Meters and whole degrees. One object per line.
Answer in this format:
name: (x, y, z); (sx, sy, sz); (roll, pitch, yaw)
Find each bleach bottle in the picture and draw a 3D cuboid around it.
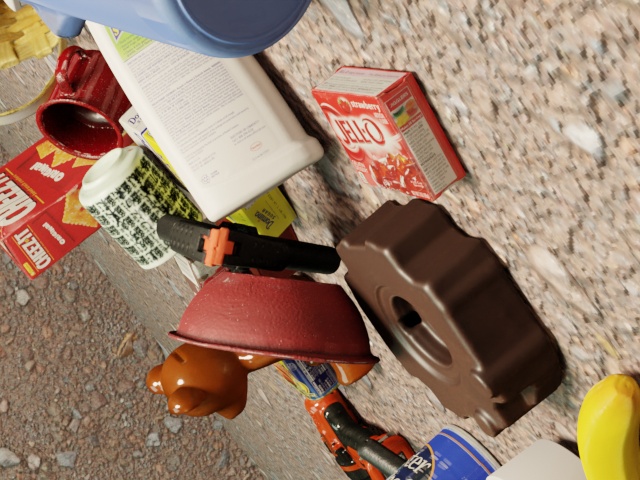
bleach bottle: (-0.104, -0.143, 0.781); (0.251, 0.102, 0.068); (58, -175, -2)

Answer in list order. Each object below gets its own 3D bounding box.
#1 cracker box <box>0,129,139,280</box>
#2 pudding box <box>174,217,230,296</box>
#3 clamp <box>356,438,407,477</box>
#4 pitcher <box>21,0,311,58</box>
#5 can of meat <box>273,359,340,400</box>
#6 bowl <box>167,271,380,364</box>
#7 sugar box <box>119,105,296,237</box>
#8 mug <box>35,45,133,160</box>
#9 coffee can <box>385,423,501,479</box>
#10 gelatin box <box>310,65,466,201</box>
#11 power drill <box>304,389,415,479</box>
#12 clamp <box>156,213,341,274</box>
cracker box: (-0.289, -0.070, 1.229); (0.164, 0.213, 0.072); (32, 156, 52)
pudding box: (-0.099, 0.021, 1.126); (0.039, 0.090, 0.113); (39, 160, 34)
clamp: (0.107, 0.259, 1.120); (0.120, 0.039, 0.172); (53, 147, -13)
pitcher: (-0.107, -0.192, 0.616); (0.243, 0.145, 0.149); (29, 165, 47)
can of meat: (-0.028, 0.129, 1.236); (0.102, 0.057, 0.084); (31, 157, 55)
bowl: (-0.032, 0.055, 0.805); (0.162, 0.162, 0.055); (-179, 96, -71)
sugar box: (-0.107, -0.068, 0.992); (0.176, 0.048, 0.093); (29, 162, 41)
mug: (-0.241, -0.151, 1.103); (0.093, 0.081, 0.117); (0, 144, 20)
coffee can: (0.101, 0.253, 0.983); (0.103, 0.140, 0.103); (47, 164, 17)
gelatin box: (0.038, -0.065, 0.639); (0.073, 0.030, 0.089); (59, 163, -24)
power drill: (0.065, 0.271, 1.289); (0.184, 0.057, 0.188); (57, 164, -20)
clamp: (-0.077, 0.002, 0.854); (0.164, 0.036, 0.210); (11, -179, 10)
